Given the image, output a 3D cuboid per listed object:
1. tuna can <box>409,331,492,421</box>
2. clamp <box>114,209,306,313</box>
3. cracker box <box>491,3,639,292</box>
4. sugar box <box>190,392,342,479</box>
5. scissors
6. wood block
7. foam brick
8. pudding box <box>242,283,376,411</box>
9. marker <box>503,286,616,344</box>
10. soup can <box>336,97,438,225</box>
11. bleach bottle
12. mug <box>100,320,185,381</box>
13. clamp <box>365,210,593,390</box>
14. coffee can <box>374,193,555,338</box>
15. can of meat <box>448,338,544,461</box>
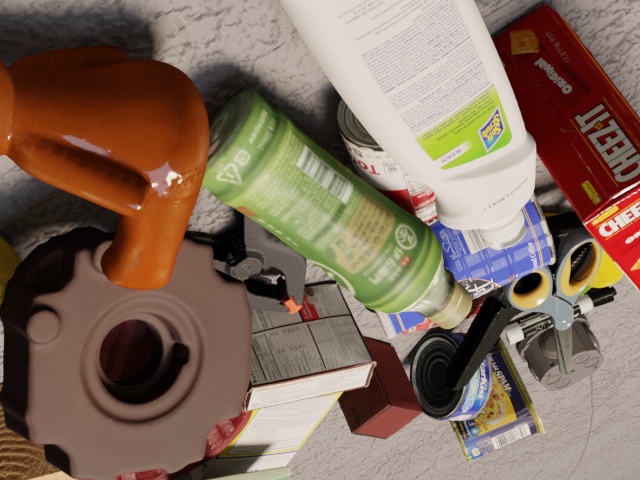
[{"bbox_3d":[0.124,0.131,1.029,0.033,0.086,0.086,6,136,-34],"label":"tuna can"},{"bbox_3d":[-0.055,0.001,0.791,0.120,0.039,0.171,-33,142,22],"label":"clamp"},{"bbox_3d":[0.210,-0.049,0.770,0.072,0.164,0.213,-36,144,13],"label":"cracker box"},{"bbox_3d":[-0.055,0.174,1.017,0.093,0.048,0.176,2,142,-32],"label":"sugar box"},{"bbox_3d":[0.192,0.067,0.918,0.096,0.016,0.202,-13,138,-15],"label":"scissors"},{"bbox_3d":[-0.259,0.214,0.908,0.090,0.091,0.206,-11,143,-19],"label":"wood block"},{"bbox_3d":[0.049,0.139,1.003,0.051,0.078,0.053,18,130,-45],"label":"foam brick"},{"bbox_3d":[-0.023,0.085,0.877,0.113,0.090,0.039,-10,142,-21],"label":"pudding box"},{"bbox_3d":[0.244,0.074,1.082,0.121,0.020,0.020,-23,146,-2],"label":"marker"},{"bbox_3d":[0.055,-0.062,0.746,0.068,0.068,0.102,-25,145,1],"label":"soup can"},{"bbox_3d":[0.061,-0.087,0.642,0.102,0.068,0.250,-32,124,1],"label":"bleach bottle"},{"bbox_3d":[-0.153,0.077,0.778,0.117,0.093,0.081,16,93,-20],"label":"mug"},{"bbox_3d":[0.158,0.045,0.920,0.210,0.036,0.164,-30,135,7],"label":"clamp"},{"bbox_3d":[0.094,0.001,0.821,0.140,0.103,0.102,-25,146,1],"label":"coffee can"},{"bbox_3d":[0.168,0.164,1.087,0.084,0.102,0.057,-24,146,3],"label":"can of meat"}]
